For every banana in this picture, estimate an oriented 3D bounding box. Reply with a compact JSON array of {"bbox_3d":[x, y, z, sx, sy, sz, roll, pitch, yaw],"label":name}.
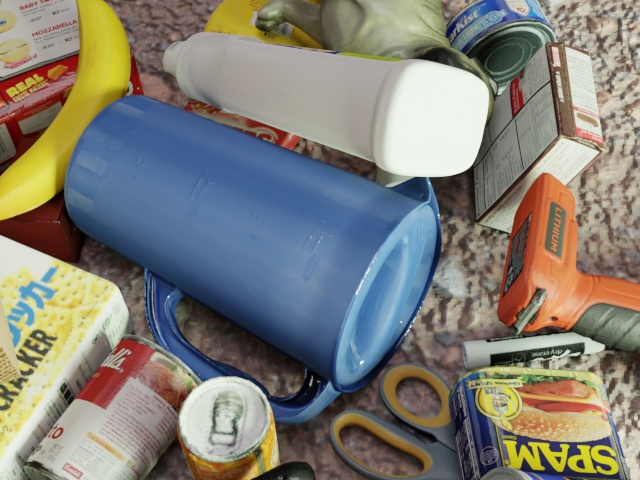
[{"bbox_3d":[-0.178,-0.096,0.760,0.069,0.037,0.197,13,68,-2],"label":"banana"}]

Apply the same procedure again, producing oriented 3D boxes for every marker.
[{"bbox_3d":[0.156,0.070,0.712,0.121,0.020,0.020,-7,56,-1],"label":"marker"}]

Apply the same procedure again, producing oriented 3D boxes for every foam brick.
[{"bbox_3d":[-0.198,-0.030,0.779,0.051,0.053,0.078,5,57,6],"label":"foam brick"}]

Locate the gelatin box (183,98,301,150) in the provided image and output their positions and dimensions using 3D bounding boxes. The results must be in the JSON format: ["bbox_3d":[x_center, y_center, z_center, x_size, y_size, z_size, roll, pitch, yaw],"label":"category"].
[{"bbox_3d":[-0.066,-0.080,0.819,0.089,0.030,0.073,21,60,17],"label":"gelatin box"}]

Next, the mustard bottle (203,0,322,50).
[{"bbox_3d":[-0.032,-0.203,0.881,0.096,0.058,0.191,20,57,-7],"label":"mustard bottle"}]

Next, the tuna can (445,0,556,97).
[{"bbox_3d":[0.137,-0.149,0.821,0.086,0.086,0.034,-15,58,-7],"label":"tuna can"}]

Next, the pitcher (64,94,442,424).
[{"bbox_3d":[-0.055,0.001,0.713,0.243,0.145,0.149,25,37,23],"label":"pitcher"}]

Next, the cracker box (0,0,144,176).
[{"bbox_3d":[-0.264,-0.153,0.856,0.164,0.072,0.214,-31,59,-17],"label":"cracker box"}]

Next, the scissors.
[{"bbox_3d":[0.105,0.139,0.672,0.202,0.016,0.096,18,55,9],"label":"scissors"}]

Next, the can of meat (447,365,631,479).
[{"bbox_3d":[0.131,0.125,0.641,0.102,0.057,0.084,5,46,-10],"label":"can of meat"}]

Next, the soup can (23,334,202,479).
[{"bbox_3d":[-0.127,0.119,0.666,0.068,0.068,0.102,26,62,19],"label":"soup can"}]

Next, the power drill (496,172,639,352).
[{"bbox_3d":[0.218,0.023,0.696,0.187,0.057,0.184,20,51,0],"label":"power drill"}]

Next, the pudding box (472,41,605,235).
[{"bbox_3d":[0.149,-0.071,0.752,0.039,0.114,0.090,13,55,-18],"label":"pudding box"}]

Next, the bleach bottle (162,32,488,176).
[{"bbox_3d":[-0.019,-0.101,0.708,0.251,0.068,0.102,19,13,38],"label":"bleach bottle"}]
